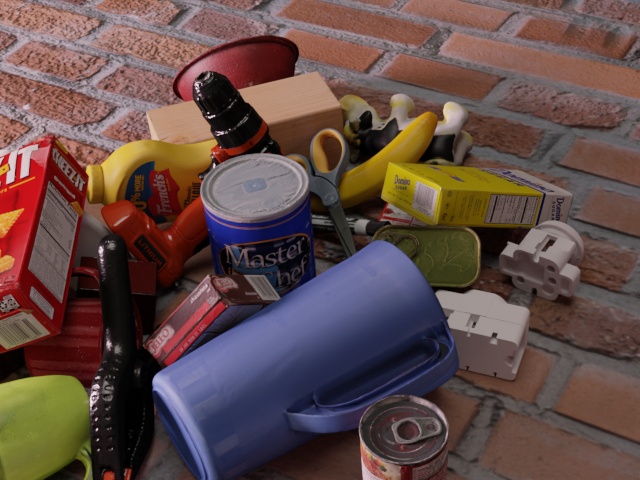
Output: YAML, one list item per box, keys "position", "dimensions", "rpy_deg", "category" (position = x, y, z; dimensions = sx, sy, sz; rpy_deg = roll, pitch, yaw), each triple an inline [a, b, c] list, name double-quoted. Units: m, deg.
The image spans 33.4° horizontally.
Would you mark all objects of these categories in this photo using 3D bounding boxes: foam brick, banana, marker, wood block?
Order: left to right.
- position: [-0.200, 0.053, 1.047]
  dimensions: [0.078, 0.053, 0.051]
  rpy_deg: [4, 38, -9]
  category: "foam brick"
- position: [-0.083, -0.115, 1.224]
  dimensions: [0.206, 0.090, 0.091]
  rpy_deg: [-15, 40, -12]
  category: "wood block"
- position: [0.026, -0.015, 1.119]
  dimensions: [0.121, 0.020, 0.020]
  rpy_deg: [6, 37, 39]
  category: "marker"
- position: [0.044, -0.077, 1.171]
  dimensions: [0.198, 0.037, 0.069]
  rpy_deg: [-21, 76, 9]
  category: "banana"

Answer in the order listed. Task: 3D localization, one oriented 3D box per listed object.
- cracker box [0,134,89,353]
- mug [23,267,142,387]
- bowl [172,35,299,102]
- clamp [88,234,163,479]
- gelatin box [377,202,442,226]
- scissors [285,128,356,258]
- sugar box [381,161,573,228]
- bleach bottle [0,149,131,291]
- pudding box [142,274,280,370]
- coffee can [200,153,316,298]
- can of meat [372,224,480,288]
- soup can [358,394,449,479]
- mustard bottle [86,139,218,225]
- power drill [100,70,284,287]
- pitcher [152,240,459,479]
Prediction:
- position: [-0.311, 0.014, 0.982]
  dimensions: [0.164, 0.072, 0.213]
  rpy_deg: [-20, 41, 15]
  category: "cracker box"
- position: [-0.220, 0.082, 0.981]
  dimensions: [0.081, 0.117, 0.093]
  rpy_deg: [0, 11, 14]
  category: "mug"
- position: [-0.095, -0.183, 1.292]
  dimensions: [0.162, 0.162, 0.055]
  rpy_deg: [-15, 75, -13]
  category: "bowl"
- position: [-0.169, 0.110, 0.922]
  dimensions: [0.036, 0.164, 0.210]
  rpy_deg: [-6, 48, 13]
  category: "clamp"
- position: [0.104, -0.021, 1.136]
  dimensions: [0.073, 0.030, 0.089]
  rpy_deg: [11, 41, 17]
  category: "gelatin box"
- position: [-0.005, -0.040, 1.134]
  dimensions: [0.096, 0.016, 0.201]
  rpy_deg: [-17, 47, 19]
  category: "scissors"
- position: [0.161, -0.046, 1.087]
  dimensions: [0.175, 0.048, 0.093]
  rpy_deg: [-2, 21, -32]
  category: "sugar box"
- position: [-0.299, -0.034, 1.156]
  dimensions: [0.068, 0.102, 0.251]
  rpy_deg: [-45, 42, -7]
  category: "bleach bottle"
- position: [-0.093, 0.073, 0.951]
  dimensions: [0.039, 0.090, 0.113]
  rpy_deg: [50, 16, 19]
  category: "pudding box"
- position: [-0.057, 0.001, 1.037]
  dimensions: [0.103, 0.140, 0.103]
  rpy_deg: [-3, 39, 2]
  category: "coffee can"
- position: [0.103, 0.018, 1.037]
  dimensions: [0.102, 0.057, 0.084]
  rpy_deg: [1, -5, 6]
  category: "can of meat"
- position: [0.066, 0.180, 0.835]
  dimensions: [0.068, 0.102, 0.068]
  rpy_deg: [-3, 39, 2]
  category: "soup can"
- position: [-0.170, -0.061, 1.130]
  dimensions: [0.191, 0.096, 0.058]
  rpy_deg: [-2, 38, -19]
  category: "mustard bottle"
- position: [-0.125, -0.056, 1.075]
  dimensions: [0.187, 0.184, 0.057]
  rpy_deg: [-37, 34, -2]
  category: "power drill"
- position: [-0.011, 0.111, 0.908]
  dimensions: [0.242, 0.149, 0.145]
  rpy_deg: [-28, 76, -21]
  category: "pitcher"
